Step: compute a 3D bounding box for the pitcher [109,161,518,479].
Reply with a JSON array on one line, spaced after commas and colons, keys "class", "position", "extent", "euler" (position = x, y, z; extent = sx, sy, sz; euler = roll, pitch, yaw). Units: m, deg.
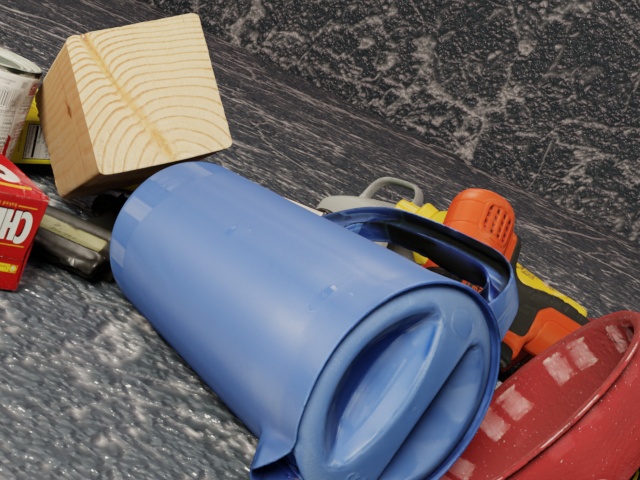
[{"class": "pitcher", "position": [-0.015, 0.035, 0.620], "extent": [0.149, 0.145, 0.243], "euler": [12, 14, -41]}]

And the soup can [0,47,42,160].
[{"class": "soup can", "position": [-0.251, -0.088, 0.775], "extent": [0.068, 0.102, 0.068], "euler": [23, 12, -5]}]

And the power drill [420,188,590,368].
[{"class": "power drill", "position": [0.130, 0.084, 0.718], "extent": [0.187, 0.184, 0.057], "euler": [36, -25, -26]}]

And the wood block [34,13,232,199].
[{"class": "wood block", "position": [-0.142, -0.088, 0.766], "extent": [0.090, 0.091, 0.206], "euler": [-15, 3, -20]}]

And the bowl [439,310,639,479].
[{"class": "bowl", "position": [0.128, 0.111, 0.582], "extent": [0.055, 0.162, 0.162], "euler": [49, 13, 0]}]
